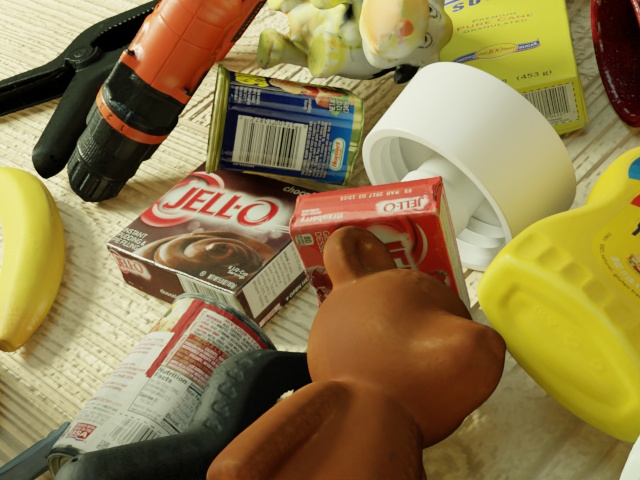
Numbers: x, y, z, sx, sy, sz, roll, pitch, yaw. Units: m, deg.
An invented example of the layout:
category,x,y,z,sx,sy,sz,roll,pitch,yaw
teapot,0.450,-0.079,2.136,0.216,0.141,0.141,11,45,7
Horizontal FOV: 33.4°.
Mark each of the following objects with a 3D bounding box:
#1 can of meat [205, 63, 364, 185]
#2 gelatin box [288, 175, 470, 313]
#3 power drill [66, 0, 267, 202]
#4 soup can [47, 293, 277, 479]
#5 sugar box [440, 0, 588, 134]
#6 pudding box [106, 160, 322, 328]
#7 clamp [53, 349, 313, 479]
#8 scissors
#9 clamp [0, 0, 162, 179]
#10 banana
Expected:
category,x,y,z,sx,sy,sz,roll,pitch,yaw
can of meat,-0.023,-0.068,0.635,0.084,0.057,0.102,8,13,-7
gelatin box,0.032,0.014,0.529,0.073,0.089,0.030,-6,41,16
power drill,-0.096,-0.126,0.729,0.185,0.057,0.187,-48,13,32
soup can,-0.072,0.084,0.507,0.069,0.068,0.102,12,48,32
sugar box,0.117,-0.130,0.697,0.093,0.048,0.176,-10,41,14
pudding box,-0.054,0.001,0.619,0.114,0.039,0.090,19,51,37
clamp,-0.042,0.094,0.450,0.039,0.120,0.171,-4,35,29
scissors,-0.131,0.103,0.515,0.201,0.016,0.096,-34,2,-17
clamp,-0.175,-0.123,0.815,0.209,0.036,0.165,-36,41,-20
banana,-0.197,-0.001,0.686,0.069,0.037,0.198,-42,40,0
